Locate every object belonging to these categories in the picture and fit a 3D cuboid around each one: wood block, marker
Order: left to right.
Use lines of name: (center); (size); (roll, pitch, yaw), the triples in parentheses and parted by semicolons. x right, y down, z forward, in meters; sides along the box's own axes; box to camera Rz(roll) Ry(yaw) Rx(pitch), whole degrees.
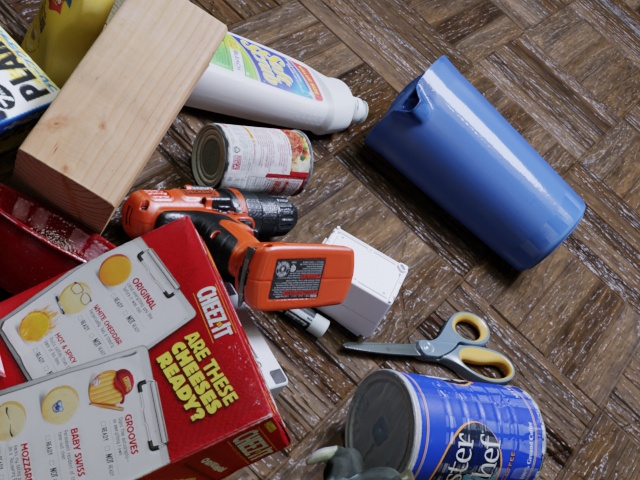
wood block: (-0.174, -0.116, 0.931); (0.090, 0.091, 0.206); (31, 62, -9)
marker: (-0.046, 0.050, 0.983); (0.121, 0.020, 0.020); (33, 39, -5)

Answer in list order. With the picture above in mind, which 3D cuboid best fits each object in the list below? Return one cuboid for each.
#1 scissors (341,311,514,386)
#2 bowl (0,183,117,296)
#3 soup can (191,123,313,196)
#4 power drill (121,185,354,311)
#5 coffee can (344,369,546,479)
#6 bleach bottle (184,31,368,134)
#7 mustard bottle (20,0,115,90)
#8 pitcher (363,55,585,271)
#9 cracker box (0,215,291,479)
scissors: (0.106, 0.096, 1.058); (0.201, 0.016, 0.096); (19, 40, -22)
bowl: (-0.212, 0.014, 0.826); (0.162, 0.055, 0.162); (31, 2, -2)
soup can: (-0.068, -0.079, 1.056); (0.102, 0.069, 0.068); (1, 51, -36)
power drill: (-0.056, 0.001, 0.933); (0.184, 0.057, 0.188); (-3, 20, -39)
coffee can: (0.107, 0.169, 0.915); (0.140, 0.103, 0.103); (11, 46, -30)
bleach bottle: (-0.058, -0.172, 1.163); (0.250, 0.068, 0.102); (10, 46, -34)
mustard bottle: (-0.221, -0.224, 0.981); (0.058, 0.192, 0.096); (12, 45, -29)
pitcher: (0.178, -0.083, 1.217); (0.243, 0.145, 0.149); (44, 51, 1)
cracker box: (-0.149, 0.104, 0.714); (0.213, 0.072, 0.164); (-25, 61, -2)
